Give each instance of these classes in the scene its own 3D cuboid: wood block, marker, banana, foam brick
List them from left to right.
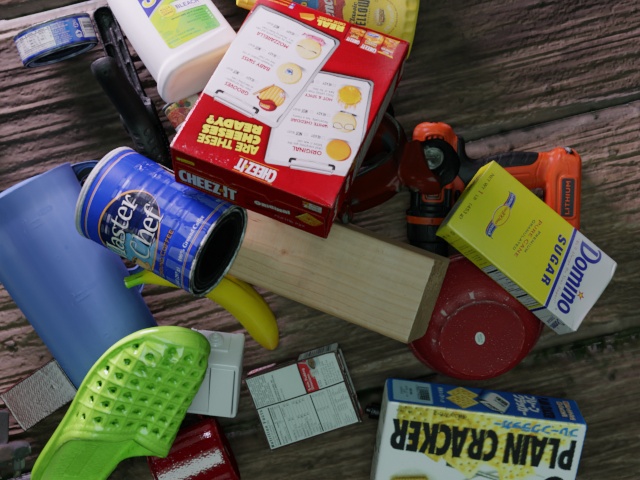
[{"bbox_3d":[-0.307,0.168,1.192,0.078,0.053,0.051,-33,93,3],"label":"foam brick"},{"bbox_3d":[-0.110,0.059,1.152,0.197,0.037,0.070,29,132,-27],"label":"banana"},{"bbox_3d":[0.019,0.027,1.116,0.206,0.090,0.090,20,96,16],"label":"wood block"},{"bbox_3d":[0.110,0.204,1.209,0.121,0.020,0.020,13,94,-1],"label":"marker"}]

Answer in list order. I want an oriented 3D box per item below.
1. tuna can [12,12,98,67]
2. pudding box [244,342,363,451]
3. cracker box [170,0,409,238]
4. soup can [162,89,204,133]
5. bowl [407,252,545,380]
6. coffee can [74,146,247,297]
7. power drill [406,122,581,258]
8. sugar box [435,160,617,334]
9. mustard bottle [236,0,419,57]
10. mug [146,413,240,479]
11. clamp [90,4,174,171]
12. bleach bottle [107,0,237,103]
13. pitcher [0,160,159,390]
[{"bbox_3d":[-0.284,-0.215,1.149,0.086,0.086,0.034,-19,96,1],"label":"tuna can"},{"bbox_3d":[-0.018,0.176,1.196,0.113,0.039,0.090,-19,95,9],"label":"pudding box"},{"bbox_3d":[-0.027,-0.126,1.043,0.164,0.072,0.213,21,62,8],"label":"cracker box"},{"bbox_3d":[-0.117,-0.117,1.164,0.068,0.068,0.102,-32,94,2],"label":"soup can"},{"bbox_3d":[0.171,0.094,1.159,0.162,0.055,0.162,-1,113,-2],"label":"bowl"},{"bbox_3d":[-0.159,-0.019,1.070,0.140,0.102,0.103,27,94,15],"label":"coffee can"},{"bbox_3d":[0.188,-0.036,1.174,0.187,0.057,0.184,1,98,-1],"label":"power drill"},{"bbox_3d":[0.216,0.009,1.115,0.176,0.048,0.093,38,74,-2],"label":"sugar box"},{"bbox_3d":[0.006,-0.249,1.141,0.191,0.058,0.096,5,109,-11],"label":"mustard bottle"},{"bbox_3d":[-0.144,0.237,1.185,0.081,0.093,0.117,-23,63,-3],"label":"mug"},{"bbox_3d":[-0.193,-0.133,1.125,0.036,0.164,0.210,-20,116,2],"label":"clamp"},{"bbox_3d":[-0.189,-0.267,1.129,0.102,0.068,0.251,-29,73,-26],"label":"bleach bottle"},{"bbox_3d":[-0.259,0.042,1.152,0.149,0.144,0.243,-27,98,28],"label":"pitcher"}]
